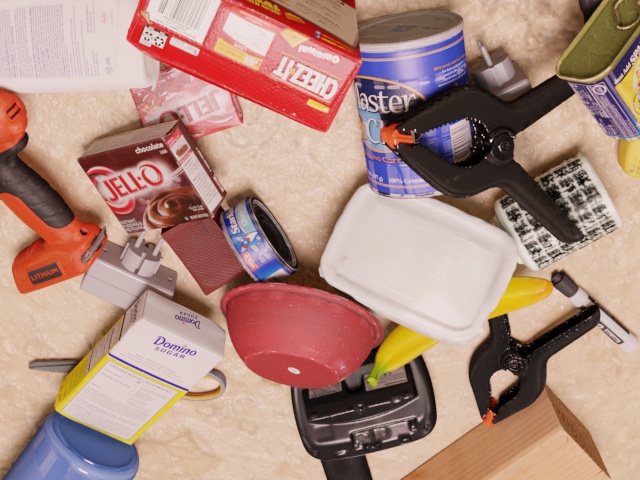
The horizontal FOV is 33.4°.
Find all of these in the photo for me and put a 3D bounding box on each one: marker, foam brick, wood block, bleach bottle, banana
[{"bbox_3d":[0.276,0.071,1.079,0.121,0.020,0.020,40,107,-17],"label":"marker"},{"bbox_3d":[-0.108,0.001,1.021,0.053,0.051,0.078,-29,112,10],"label":"foam brick"},{"bbox_3d":[0.186,0.256,1.122,0.206,0.090,0.090,-38,111,14],"label":"wood block"},{"bbox_3d":[-0.270,-0.179,0.924,0.251,0.068,0.102,1,103,7],"label":"bleach bottle"},{"bbox_3d":[0.130,0.080,1.035,0.198,0.069,0.037,-31,122,8],"label":"banana"}]

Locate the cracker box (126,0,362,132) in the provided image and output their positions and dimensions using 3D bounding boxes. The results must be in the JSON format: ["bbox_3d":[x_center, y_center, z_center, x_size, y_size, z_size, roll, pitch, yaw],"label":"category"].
[{"bbox_3d":[-0.056,-0.179,0.852,0.164,0.213,0.072,23,113,-11],"label":"cracker box"}]

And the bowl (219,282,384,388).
[{"bbox_3d":[-0.023,0.099,1.017,0.162,0.055,0.162,9,154,5],"label":"bowl"}]

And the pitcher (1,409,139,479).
[{"bbox_3d":[-0.282,0.301,1.113,0.149,0.145,0.243,18,114,-45],"label":"pitcher"}]

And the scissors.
[{"bbox_3d":[-0.190,0.116,1.089,0.201,0.016,0.096,15,116,-9],"label":"scissors"}]

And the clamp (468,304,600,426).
[{"bbox_3d":[0.191,0.109,1.083,0.120,0.039,0.172,31,114,7],"label":"clamp"}]

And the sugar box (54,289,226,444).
[{"bbox_3d":[-0.178,0.127,1.047,0.093,0.048,0.176,30,125,-24],"label":"sugar box"}]

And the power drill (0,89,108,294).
[{"bbox_3d":[-0.301,-0.038,0.980,0.185,0.057,0.187,-16,123,33],"label":"power drill"}]

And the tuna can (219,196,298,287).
[{"bbox_3d":[-0.057,0.001,1.003,0.034,0.086,0.086,-32,111,10],"label":"tuna can"}]

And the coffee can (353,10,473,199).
[{"bbox_3d":[0.082,-0.121,0.942,0.103,0.103,0.140,-9,114,3],"label":"coffee can"}]

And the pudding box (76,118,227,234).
[{"bbox_3d":[-0.153,-0.057,0.973,0.114,0.039,0.090,-11,124,33],"label":"pudding box"}]

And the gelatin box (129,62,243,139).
[{"bbox_3d":[-0.122,-0.129,0.973,0.089,0.030,0.073,-16,114,6],"label":"gelatin box"}]

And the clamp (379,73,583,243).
[{"bbox_3d":[0.152,-0.091,0.902,0.209,0.036,0.164,9,97,-23],"label":"clamp"}]
